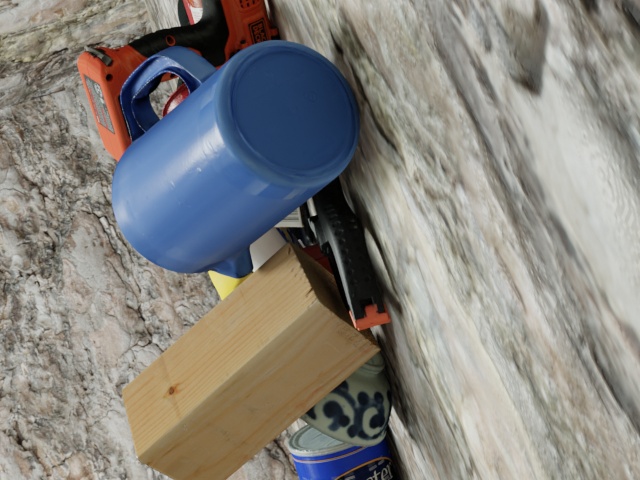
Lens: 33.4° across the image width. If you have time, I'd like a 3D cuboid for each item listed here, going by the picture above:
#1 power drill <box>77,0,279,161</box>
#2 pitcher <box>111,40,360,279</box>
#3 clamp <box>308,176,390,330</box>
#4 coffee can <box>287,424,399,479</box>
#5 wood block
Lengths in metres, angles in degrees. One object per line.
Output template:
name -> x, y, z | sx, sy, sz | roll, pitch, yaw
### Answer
power drill -> -0.117, -0.143, 0.983 | 0.057, 0.187, 0.184 | 30, 143, 46
pitcher -> -0.074, -0.070, 0.820 | 0.243, 0.149, 0.145 | -28, 49, 62
clamp -> 0.012, -0.016, 0.885 | 0.210, 0.036, 0.164 | -111, 6, -49
coffee can -> 0.034, 0.263, 1.128 | 0.103, 0.102, 0.140 | -147, 40, -79
wood block -> -0.063, 0.111, 0.921 | 0.090, 0.206, 0.091 | 40, -165, -38
